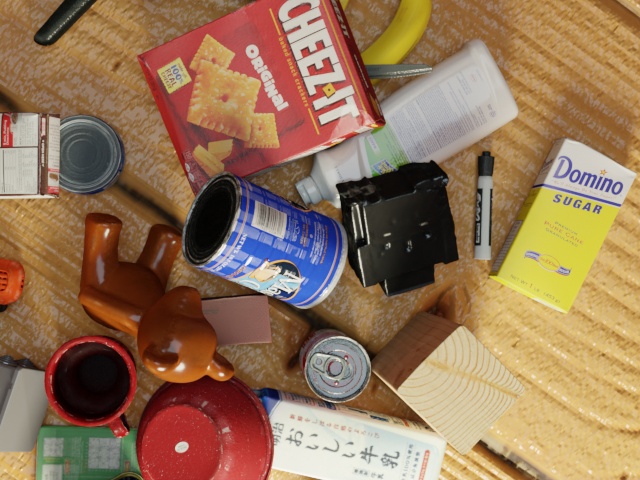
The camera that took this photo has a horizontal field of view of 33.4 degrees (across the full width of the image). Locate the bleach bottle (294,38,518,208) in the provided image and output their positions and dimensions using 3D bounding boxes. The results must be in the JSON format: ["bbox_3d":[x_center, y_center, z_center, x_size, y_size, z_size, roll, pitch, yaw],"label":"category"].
[{"bbox_3d":[0.083,-0.116,1.162,0.251,0.068,0.102,-29,93,-2],"label":"bleach bottle"}]

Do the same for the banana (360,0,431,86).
[{"bbox_3d":[0.066,-0.218,1.175,0.070,0.037,0.198,34,86,15],"label":"banana"}]

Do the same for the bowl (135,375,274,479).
[{"bbox_3d":[-0.131,0.214,1.101,0.162,0.055,0.162,-2,84,20],"label":"bowl"}]

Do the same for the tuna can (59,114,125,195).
[{"bbox_3d":[-0.254,-0.092,1.147,0.086,0.034,0.086,0,90,-5],"label":"tuna can"}]

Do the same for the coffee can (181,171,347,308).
[{"bbox_3d":[-0.057,0.001,1.103,0.140,0.103,0.103,23,88,-33],"label":"coffee can"}]

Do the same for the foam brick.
[{"bbox_3d":[-0.094,0.086,1.152,0.078,0.051,0.053,-4,90,-5],"label":"foam brick"}]

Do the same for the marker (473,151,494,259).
[{"bbox_3d":[0.183,-0.039,1.191,0.020,0.020,0.121,3,90,-5],"label":"marker"}]

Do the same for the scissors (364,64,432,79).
[{"bbox_3d":[0.013,-0.197,1.149,0.202,0.016,0.096,-15,80,13],"label":"scissors"}]

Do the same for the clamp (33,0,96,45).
[{"bbox_3d":[-0.227,-0.313,1.130,0.210,0.036,0.164,-16,91,10],"label":"clamp"}]

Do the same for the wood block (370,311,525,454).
[{"bbox_3d":[0.123,0.138,1.093,0.091,0.206,0.090,45,86,-3],"label":"wood block"}]

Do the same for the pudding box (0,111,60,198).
[{"bbox_3d":[-0.329,-0.089,1.119,0.114,0.039,0.090,1,91,22],"label":"pudding box"}]

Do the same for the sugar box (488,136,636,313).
[{"bbox_3d":[0.269,-0.018,1.185,0.093,0.048,0.176,27,89,-4],"label":"sugar box"}]

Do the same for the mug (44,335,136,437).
[{"bbox_3d":[-0.232,0.153,1.125,0.093,0.081,0.117,-30,92,-4],"label":"mug"}]

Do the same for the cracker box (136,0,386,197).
[{"bbox_3d":[-0.062,-0.158,1.116,0.214,0.072,0.164,-21,92,14],"label":"cracker box"}]

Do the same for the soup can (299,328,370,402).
[{"bbox_3d":[0.013,0.131,1.135,0.068,0.102,0.068,0,90,-5],"label":"soup can"}]
